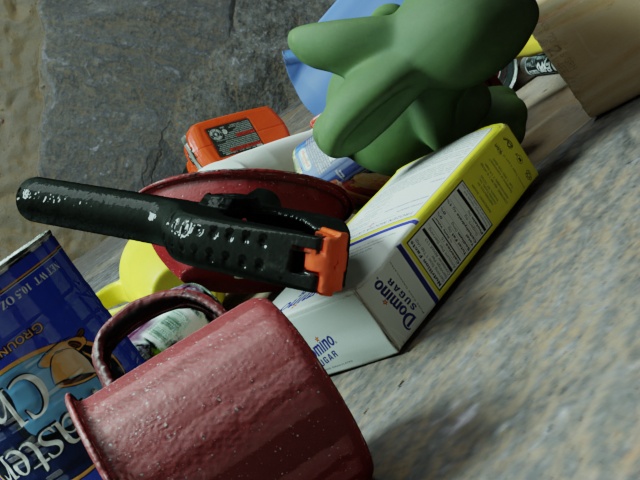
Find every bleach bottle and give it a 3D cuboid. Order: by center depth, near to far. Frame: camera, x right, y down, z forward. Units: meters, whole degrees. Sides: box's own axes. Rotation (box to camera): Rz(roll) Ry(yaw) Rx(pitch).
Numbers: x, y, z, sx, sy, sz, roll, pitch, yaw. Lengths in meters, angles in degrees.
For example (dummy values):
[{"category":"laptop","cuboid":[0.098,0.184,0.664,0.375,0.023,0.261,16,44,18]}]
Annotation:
[{"category":"bleach bottle","cuboid":[-0.046,-0.051,0.920,0.103,0.068,0.250,-34,-4,21]}]

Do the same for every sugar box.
[{"category":"sugar box","cuboid":[0.043,0.005,0.589,0.094,0.048,0.176,-24,18,47]}]

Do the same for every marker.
[{"category":"marker","cuboid":[0.194,-0.149,0.891,0.020,0.020,0.121,-35,10,-2]}]

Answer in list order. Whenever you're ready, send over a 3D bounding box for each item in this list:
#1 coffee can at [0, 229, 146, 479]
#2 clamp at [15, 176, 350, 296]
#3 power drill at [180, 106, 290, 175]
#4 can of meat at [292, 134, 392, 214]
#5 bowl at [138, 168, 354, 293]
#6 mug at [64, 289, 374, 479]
[{"category":"coffee can","cuboid":[-0.149,0.080,0.584,0.103,0.140,0.103,-34,10,6]},{"category":"clamp","cuboid":[-0.059,-0.007,0.551,0.164,0.036,0.210,1,9,-27]},{"category":"power drill","cuboid":[-0.096,-0.058,1.107,0.184,0.057,0.188,-22,-21,-34]},{"category":"can of meat","cuboid":[0.040,-0.064,0.799,0.084,0.057,0.101,-33,-24,28]},{"category":"bowl","cuboid":[-0.055,0.001,0.766,0.162,0.055,0.162,-1,-18,-1]},{"category":"mug","cuboid":[-0.041,0.066,0.396,0.081,0.117,0.093,-32,-31,-11]}]
